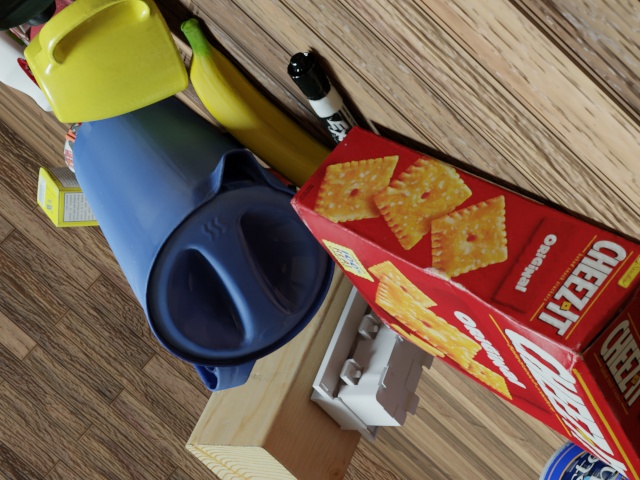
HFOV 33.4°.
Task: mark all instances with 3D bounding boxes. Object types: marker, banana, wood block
[{"bbox_3d":[0.013,-0.068,0.637,0.020,0.020,0.121,32,166,44],"label":"marker"},{"bbox_3d":[-0.024,-0.068,0.727,0.198,0.037,0.069,40,172,6],"label":"banana"},{"bbox_3d":[-0.010,0.103,0.865,0.090,0.206,0.090,-8,134,41],"label":"wood block"}]

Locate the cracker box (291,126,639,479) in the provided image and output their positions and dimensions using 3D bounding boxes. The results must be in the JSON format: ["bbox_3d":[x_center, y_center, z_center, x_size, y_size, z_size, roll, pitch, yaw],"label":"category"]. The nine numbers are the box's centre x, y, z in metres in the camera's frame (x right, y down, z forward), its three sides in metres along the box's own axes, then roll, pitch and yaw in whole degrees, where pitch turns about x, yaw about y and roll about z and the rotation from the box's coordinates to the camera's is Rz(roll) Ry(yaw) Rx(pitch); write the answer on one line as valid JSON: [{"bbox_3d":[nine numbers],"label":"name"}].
[{"bbox_3d":[0.102,0.037,0.602,0.214,0.072,0.164,31,166,44],"label":"cracker box"}]

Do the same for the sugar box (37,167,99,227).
[{"bbox_3d":[-0.201,-0.048,1.125,0.176,0.048,0.093,0,-161,-27],"label":"sugar box"}]

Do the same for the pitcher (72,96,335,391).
[{"bbox_3d":[-0.101,-0.014,0.783,0.144,0.149,0.243,40,-177,-38],"label":"pitcher"}]
